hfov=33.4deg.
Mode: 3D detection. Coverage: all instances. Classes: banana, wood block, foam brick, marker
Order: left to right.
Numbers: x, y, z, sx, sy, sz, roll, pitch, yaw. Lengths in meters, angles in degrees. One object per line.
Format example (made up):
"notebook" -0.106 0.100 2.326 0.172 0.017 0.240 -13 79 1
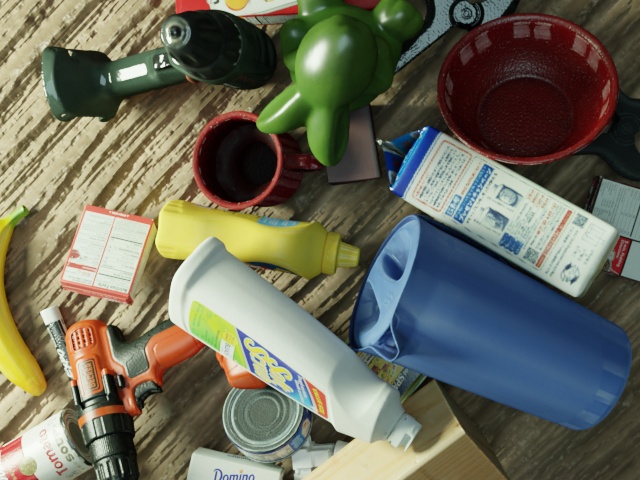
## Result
"banana" -0.327 0.065 1.097 0.069 0.037 0.198 -6 91 8
"marker" -0.257 0.126 1.101 0.020 0.020 0.121 -23 90 6
"foam brick" 0.029 -0.095 1.047 0.051 0.053 0.078 -9 90 6
"wood block" 0.062 0.240 0.999 0.206 0.090 0.090 -38 118 7

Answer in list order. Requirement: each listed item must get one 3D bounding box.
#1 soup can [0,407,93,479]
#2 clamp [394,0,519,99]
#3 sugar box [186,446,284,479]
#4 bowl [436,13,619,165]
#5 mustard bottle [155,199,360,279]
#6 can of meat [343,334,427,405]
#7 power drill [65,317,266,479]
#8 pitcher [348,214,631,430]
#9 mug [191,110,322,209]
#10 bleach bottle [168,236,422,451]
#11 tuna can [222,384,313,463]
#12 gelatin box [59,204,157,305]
"soup can" -0.283 0.223 1.083 0.102 0.068 0.068 -31 89 5
"clamp" 0.149 -0.210 1.039 0.164 0.036 0.210 21 94 -1
"sugar box" -0.098 0.302 1.060 0.093 0.048 0.176 12 87 5
"bowl" 0.189 -0.128 0.981 0.162 0.055 0.162 -4 65 7
"mustard bottle" -0.057 0.002 1.037 0.191 0.096 0.058 8 89 5
"can of meat" 0.056 0.125 1.050 0.084 0.057 0.102 40 95 5
"power drill" -0.152 0.139 1.045 0.187 0.057 0.184 -21 65 3
"pitcher" 0.159 0.076 0.990 0.242 0.145 0.149 24 84 -12
"mug" -0.054 -0.075 1.032 0.117 0.081 0.093 -2 88 19
"bleach bottle" -0.019 0.103 0.960 0.251 0.103 0.068 33 58 11
"tuna can" -0.053 0.174 1.054 0.086 0.033 0.086 -7 60 12
"gelatin box" -0.212 0.015 1.073 0.073 0.030 0.089 12 69 6
